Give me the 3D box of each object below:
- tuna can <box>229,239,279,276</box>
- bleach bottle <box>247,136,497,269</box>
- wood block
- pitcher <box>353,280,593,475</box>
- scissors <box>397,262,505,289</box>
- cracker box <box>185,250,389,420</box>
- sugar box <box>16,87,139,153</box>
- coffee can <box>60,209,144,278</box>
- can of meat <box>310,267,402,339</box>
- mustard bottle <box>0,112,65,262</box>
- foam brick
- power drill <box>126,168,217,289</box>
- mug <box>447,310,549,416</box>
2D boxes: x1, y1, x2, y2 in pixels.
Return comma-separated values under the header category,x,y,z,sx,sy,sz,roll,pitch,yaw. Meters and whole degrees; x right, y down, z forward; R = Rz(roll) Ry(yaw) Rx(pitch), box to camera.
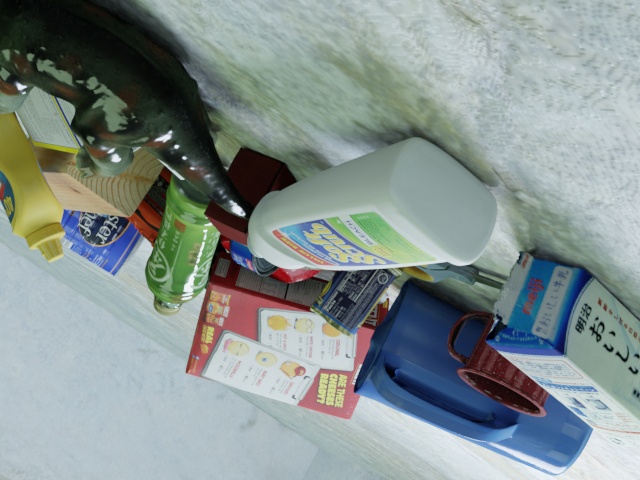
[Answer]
category,x,y,z,sx,sy,sz,roll,pitch,yaw
tuna can,-0.055,-0.010,1.079,0.034,0.086,0.086,25,166,23
bleach bottle,0.021,-0.012,0.862,0.102,0.068,0.251,37,153,-22
wood block,-0.266,-0.090,1.213,0.090,0.090,0.206,38,164,-29
pitcher,0.164,0.156,1.127,0.243,0.149,0.145,26,157,1
scissors,0.134,0.036,1.008,0.202,0.016,0.096,24,167,21
cracker box,-0.041,0.114,1.283,0.213,0.072,0.164,16,130,-3
sugar box,-0.246,-0.134,1.051,0.177,0.048,0.093,12,132,46
coffee can,-0.326,-0.025,1.537,0.140,0.102,0.103,33,166,-12
can of meat,0.035,0.051,1.077,0.057,0.084,0.102,36,178,4
mustard bottle,-0.323,-0.066,1.138,0.191,0.058,0.096,63,154,3
foam brick,-0.065,-0.038,1.016,0.051,0.078,0.053,22,165,23
power drill,-0.177,-0.013,1.308,0.184,0.057,0.188,40,164,7
mug,0.180,0.107,1.029,0.117,0.081,0.093,23,165,25
